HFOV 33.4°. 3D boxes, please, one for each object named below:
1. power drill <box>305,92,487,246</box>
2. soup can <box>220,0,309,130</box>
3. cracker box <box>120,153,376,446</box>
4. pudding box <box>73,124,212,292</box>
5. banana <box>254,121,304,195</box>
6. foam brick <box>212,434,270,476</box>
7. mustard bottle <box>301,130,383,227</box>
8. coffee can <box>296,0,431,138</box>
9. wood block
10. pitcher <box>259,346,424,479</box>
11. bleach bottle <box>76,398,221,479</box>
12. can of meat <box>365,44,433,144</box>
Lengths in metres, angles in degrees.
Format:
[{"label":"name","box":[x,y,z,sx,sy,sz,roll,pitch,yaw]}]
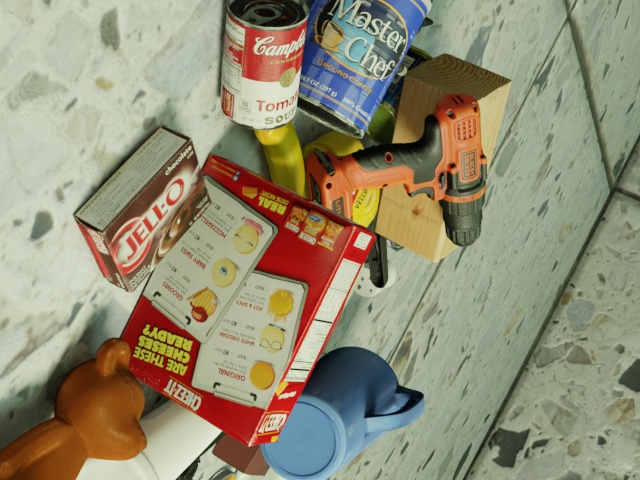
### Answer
[{"label":"power drill","box":[0.084,-0.050,1.106,0.187,0.057,0.184,-18,127,-13]},{"label":"soup can","box":[-0.049,-0.153,0.906,0.068,0.069,0.102,-42,151,-43]},{"label":"cracker box","box":[-0.069,0.052,0.967,0.214,0.164,0.072,-64,156,3]},{"label":"pudding box","box":[-0.143,-0.025,0.876,0.113,0.039,0.090,-53,156,-25]},{"label":"banana","box":[-0.036,-0.081,1.031,0.198,0.037,0.069,75,2,-62]},{"label":"foam brick","box":[-0.089,0.255,1.317,0.053,0.051,0.078,-60,159,-5]},{"label":"mustard bottle","box":[0.017,-0.068,1.174,0.096,0.058,0.191,-63,159,-4]},{"label":"coffee can","box":[0.027,-0.181,0.999,0.140,0.103,0.102,-62,159,-1]},{"label":"wood block","box":[0.136,-0.093,1.209,0.090,0.091,0.206,-33,142,-45]},{"label":"pitcher","box":[0.022,0.216,1.322,0.149,0.145,0.242,-46,172,15]},{"label":"bleach bottle","box":[-0.132,0.180,1.073,0.103,0.068,0.250,-24,-173,37]},{"label":"can of meat","box":[0.091,-0.164,1.234,0.084,0.057,0.102,-53,156,-17]}]
